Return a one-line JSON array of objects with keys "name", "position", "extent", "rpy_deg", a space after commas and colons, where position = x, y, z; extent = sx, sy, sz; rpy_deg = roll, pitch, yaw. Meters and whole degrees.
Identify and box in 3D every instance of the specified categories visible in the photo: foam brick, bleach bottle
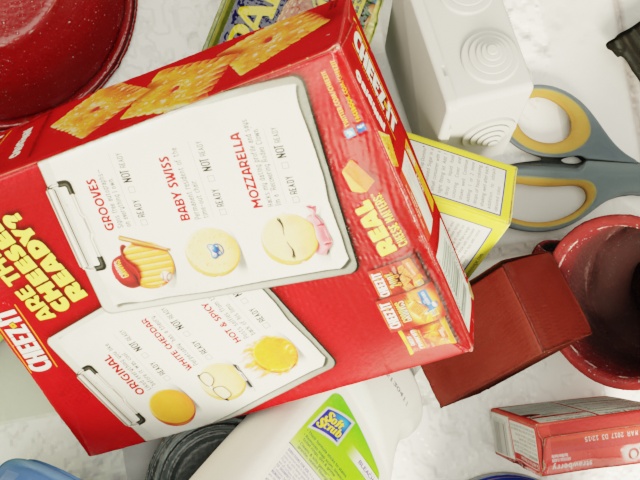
[{"name": "foam brick", "position": [0.094, 0.047, 0.573], "extent": [0.052, 0.078, 0.051], "rpy_deg": [-9, 68, -47]}, {"name": "bleach bottle", "position": [-0.012, 0.135, 0.533], "extent": [0.102, 0.068, 0.250], "rpy_deg": [56, 49, -14]}]

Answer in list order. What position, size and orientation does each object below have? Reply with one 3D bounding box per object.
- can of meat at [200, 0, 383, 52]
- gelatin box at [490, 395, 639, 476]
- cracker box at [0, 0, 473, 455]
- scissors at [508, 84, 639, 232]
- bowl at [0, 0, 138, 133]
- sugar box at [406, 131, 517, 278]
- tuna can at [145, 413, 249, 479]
[{"name": "can of meat", "position": [-0.020, -0.108, 0.596], "extent": [0.084, 0.057, 0.102], "rpy_deg": [22, 85, -7]}, {"name": "gelatin box", "position": [0.141, 0.106, 0.584], "extent": [0.073, 0.089, 0.030], "rpy_deg": [-6, 87, -7]}, {"name": "cracker box", "position": [-0.053, 0.001, 0.512], "extent": [0.214, 0.072, 0.164], "rpy_deg": [-18, 118, 18]}, {"name": "scissors", "position": [0.189, -0.054, 0.636], "extent": [0.201, 0.016, 0.096], "rpy_deg": [-10, 88, -7]}, {"name": "bowl", "position": [-0.182, -0.142, 0.580], "extent": [0.162, 0.055, 0.162], "rpy_deg": [0, 86, -6]}, {"name": "sugar box", "position": [0.005, -0.027, 0.574], "extent": [0.176, 0.093, 0.048], "rpy_deg": [20, 55, -4]}, {"name": "tuna can", "position": [-0.053, 0.135, 0.589], "extent": [0.086, 0.034, 0.086], "rpy_deg": [0, 87, -6]}]
